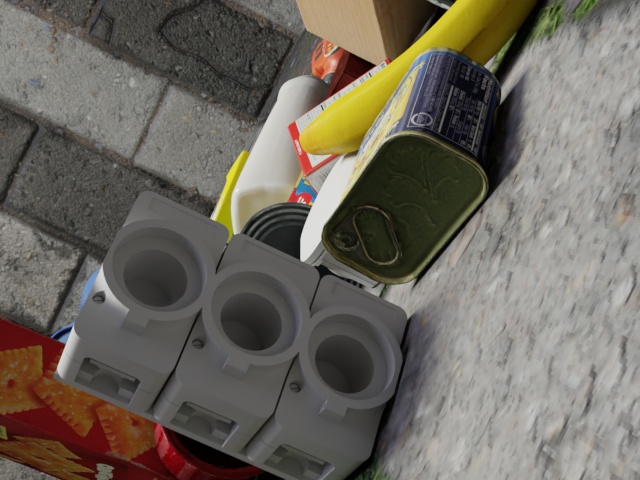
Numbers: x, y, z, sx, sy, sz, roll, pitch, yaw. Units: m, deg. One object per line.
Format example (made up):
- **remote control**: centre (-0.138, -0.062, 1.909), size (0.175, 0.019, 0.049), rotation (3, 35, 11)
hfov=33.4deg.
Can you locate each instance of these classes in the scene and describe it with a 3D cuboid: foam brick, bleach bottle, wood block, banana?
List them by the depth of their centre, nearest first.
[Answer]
- **banana**: centre (0.067, -0.110, 0.615), size (0.198, 0.037, 0.070), rotation (-45, 28, 11)
- **wood block**: centre (0.029, -0.228, 0.808), size (0.090, 0.091, 0.206), rotation (-55, -20, -11)
- **foam brick**: centre (0.039, -0.140, 0.926), size (0.053, 0.051, 0.078), rotation (-56, 12, 46)
- **bleach bottle**: centre (-0.020, -0.072, 0.953), size (0.250, 0.068, 0.102), rotation (-75, -19, -56)

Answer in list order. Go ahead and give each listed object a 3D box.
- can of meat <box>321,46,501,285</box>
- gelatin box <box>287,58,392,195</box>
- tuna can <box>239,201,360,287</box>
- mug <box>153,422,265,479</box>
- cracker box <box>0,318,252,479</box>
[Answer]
- **can of meat**: centre (0.050, -0.040, 0.564), size (0.102, 0.057, 0.084), rotation (-55, 10, 44)
- **gelatin box**: centre (0.026, -0.075, 0.722), size (0.089, 0.030, 0.073), rotation (-32, 34, 9)
- **tuna can**: centre (-0.018, 0.020, 0.699), size (0.086, 0.086, 0.034), rotation (-68, 8, -25)
- **mug**: centre (-0.056, 0.108, 0.696), size (0.117, 0.093, 0.082), rotation (-39, -9, -26)
- **cracker box**: centre (-0.165, 0.143, 0.789), size (0.164, 0.213, 0.072), rotation (132, 160, -63)
